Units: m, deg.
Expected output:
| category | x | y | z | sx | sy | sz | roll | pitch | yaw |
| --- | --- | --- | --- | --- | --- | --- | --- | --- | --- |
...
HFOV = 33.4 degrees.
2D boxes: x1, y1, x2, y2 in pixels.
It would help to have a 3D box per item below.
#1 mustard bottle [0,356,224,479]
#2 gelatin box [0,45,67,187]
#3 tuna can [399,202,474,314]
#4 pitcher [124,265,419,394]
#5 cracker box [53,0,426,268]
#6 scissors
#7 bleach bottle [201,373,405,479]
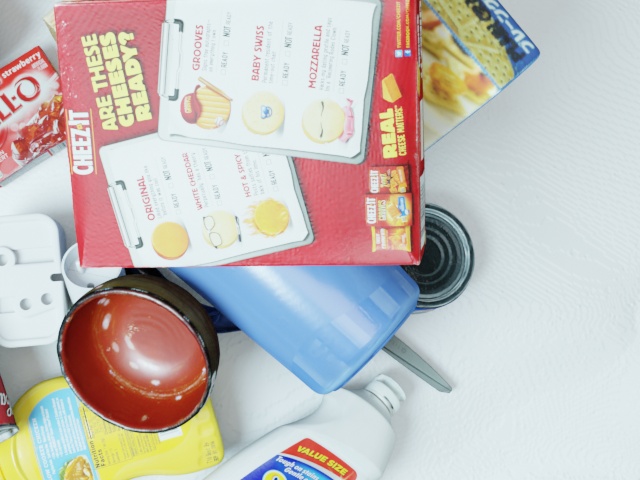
| category | x | y | z | sx | sy | sz | roll | pitch | yaw |
| --- | --- | --- | --- | --- | --- | --- | --- | --- | --- |
| mustard bottle | -0.174 | 0.145 | 0.796 | 0.191 | 0.058 | 0.096 | -15 | 90 | -8 |
| gelatin box | -0.231 | -0.093 | 0.814 | 0.089 | 0.030 | 0.073 | -33 | 91 | -8 |
| tuna can | 0.077 | 0.014 | 0.837 | 0.086 | 0.034 | 0.086 | 3 | 80 | -14 |
| pitcher | -0.055 | 0.001 | 0.777 | 0.243 | 0.149 | 0.145 | 43 | 73 | 1 |
| cracker box | -0.044 | -0.070 | 0.657 | 0.214 | 0.072 | 0.164 | -1 | 103 | 8 |
| scissors | 0.008 | 0.067 | 0.843 | 0.096 | 0.016 | 0.202 | -37 | 91 | -5 |
| bleach bottle | -0.035 | 0.186 | 0.792 | 0.250 | 0.068 | 0.102 | -42 | 86 | -22 |
